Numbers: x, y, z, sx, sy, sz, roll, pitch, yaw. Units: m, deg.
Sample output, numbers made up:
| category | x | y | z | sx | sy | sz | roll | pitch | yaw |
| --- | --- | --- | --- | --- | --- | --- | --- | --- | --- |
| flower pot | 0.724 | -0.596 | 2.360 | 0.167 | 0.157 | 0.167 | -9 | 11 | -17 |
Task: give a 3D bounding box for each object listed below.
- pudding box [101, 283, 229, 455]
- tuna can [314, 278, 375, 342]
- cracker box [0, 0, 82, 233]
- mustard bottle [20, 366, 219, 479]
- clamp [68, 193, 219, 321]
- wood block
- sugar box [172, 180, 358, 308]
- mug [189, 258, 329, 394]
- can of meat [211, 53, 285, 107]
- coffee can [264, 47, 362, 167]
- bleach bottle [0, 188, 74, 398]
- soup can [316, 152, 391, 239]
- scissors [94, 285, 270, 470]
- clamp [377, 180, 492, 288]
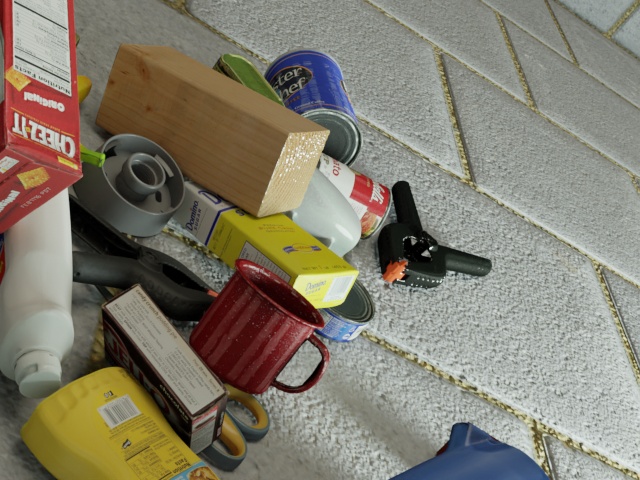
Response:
| category | x | y | z | sx | sy | sz | roll | pitch | yaw |
| --- | --- | --- | --- | --- | --- | --- | --- | --- | --- |
| pudding box | -0.118 | 0.099 | 0.796 | 0.039 | 0.090 | 0.113 | -36 | 71 | -25 |
| tuna can | 0.011 | 0.061 | 1.075 | 0.086 | 0.034 | 0.086 | 29 | 29 | -18 |
| cracker box | -0.250 | -0.108 | 0.778 | 0.072 | 0.164 | 0.214 | 22 | 48 | -45 |
| mustard bottle | -0.111 | 0.177 | 0.727 | 0.192 | 0.058 | 0.096 | 46 | 27 | 14 |
| clamp | -0.157 | 0.028 | 0.902 | 0.171 | 0.039 | 0.120 | 30 | 23 | -20 |
| wood block | -0.109 | -0.112 | 1.062 | 0.206 | 0.090 | 0.090 | 29 | 20 | 19 |
| sugar box | -0.057 | 0.001 | 1.024 | 0.176 | 0.048 | 0.093 | 40 | 24 | 31 |
| mug | -0.047 | 0.082 | 0.899 | 0.117 | 0.081 | 0.093 | 37 | 9 | 2 |
| can of meat | -0.096 | -0.148 | 1.201 | 0.057 | 0.084 | 0.102 | -2 | 49 | -52 |
| coffee can | -0.012 | -0.155 | 1.295 | 0.102 | 0.103 | 0.140 | 23 | 32 | -28 |
| bleach bottle | -0.220 | 0.007 | 0.798 | 0.068 | 0.103 | 0.251 | 13 | 36 | -33 |
| soup can | 0.021 | -0.052 | 1.220 | 0.102 | 0.069 | 0.068 | 27 | 30 | -22 |
| scissors | -0.111 | 0.102 | 0.885 | 0.096 | 0.016 | 0.202 | 1 | 46 | -52 |
| clamp | 0.115 | 0.001 | 1.289 | 0.164 | 0.036 | 0.209 | 46 | 29 | 12 |
